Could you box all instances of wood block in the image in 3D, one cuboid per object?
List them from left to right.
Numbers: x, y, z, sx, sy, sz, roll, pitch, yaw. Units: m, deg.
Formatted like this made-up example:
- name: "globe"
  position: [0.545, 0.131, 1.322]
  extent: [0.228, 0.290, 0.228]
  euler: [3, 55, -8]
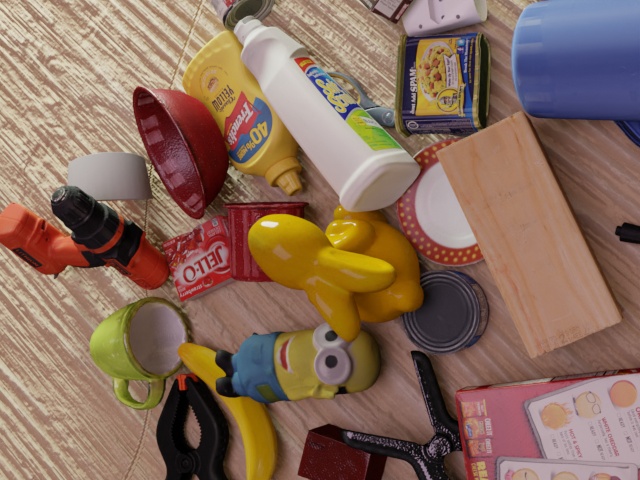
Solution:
- name: "wood block"
  position: [0.196, -0.005, 0.995]
  extent: [0.090, 0.090, 0.206]
  euler: [-25, 84, 15]

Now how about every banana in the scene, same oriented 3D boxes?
- name: "banana"
  position: [-0.094, 0.192, 1.186]
  extent: [0.069, 0.037, 0.198]
  euler: [-19, 70, -15]

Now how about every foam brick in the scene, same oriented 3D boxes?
- name: "foam brick"
  position: [0.025, 0.232, 1.125]
  extent: [0.078, 0.051, 0.053]
  euler: [17, 97, 27]

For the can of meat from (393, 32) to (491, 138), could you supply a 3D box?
- name: "can of meat"
  position: [0.123, -0.156, 1.064]
  extent: [0.084, 0.057, 0.102]
  euler: [0, 81, 21]

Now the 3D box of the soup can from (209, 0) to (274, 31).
- name: "soup can"
  position: [-0.104, -0.292, 1.187]
  extent: [0.069, 0.068, 0.102]
  euler: [-40, 73, 22]

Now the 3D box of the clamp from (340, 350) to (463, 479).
- name: "clamp"
  position: [0.119, 0.195, 1.070]
  extent: [0.171, 0.039, 0.120]
  euler: [33, 93, 5]

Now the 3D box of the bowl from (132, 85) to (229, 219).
- name: "bowl"
  position: [-0.148, -0.107, 1.189]
  extent: [0.162, 0.055, 0.162]
  euler: [49, 155, 32]

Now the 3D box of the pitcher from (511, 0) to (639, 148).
- name: "pitcher"
  position: [0.301, -0.155, 0.946]
  extent: [0.243, 0.144, 0.149]
  euler: [2, 79, 32]

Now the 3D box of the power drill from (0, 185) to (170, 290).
- name: "power drill"
  position: [-0.288, -0.005, 1.230]
  extent: [0.188, 0.184, 0.057]
  euler: [4, 60, 37]

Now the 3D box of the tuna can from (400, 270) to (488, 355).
- name: "tuna can"
  position: [0.126, 0.072, 1.082]
  extent: [0.086, 0.033, 0.086]
  euler: [0, 90, 28]

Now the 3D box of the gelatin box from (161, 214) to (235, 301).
- name: "gelatin box"
  position: [-0.131, 0.021, 1.221]
  extent: [0.089, 0.030, 0.073]
  euler: [-25, 79, 26]

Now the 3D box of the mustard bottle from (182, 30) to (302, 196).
- name: "mustard bottle"
  position: [-0.075, -0.130, 1.175]
  extent: [0.096, 0.058, 0.192]
  euler: [-42, 72, 32]

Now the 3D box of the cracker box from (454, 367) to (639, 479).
- name: "cracker box"
  position: [0.243, 0.205, 0.983]
  extent: [0.214, 0.072, 0.164]
  euler: [-9, 86, 18]

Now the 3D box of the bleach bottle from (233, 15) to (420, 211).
- name: "bleach bottle"
  position: [-0.010, -0.140, 1.097]
  extent: [0.251, 0.102, 0.068]
  euler: [50, 117, 20]

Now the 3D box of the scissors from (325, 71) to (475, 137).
- name: "scissors"
  position: [0.061, -0.114, 1.128]
  extent: [0.202, 0.016, 0.096]
  euler: [31, 105, 25]

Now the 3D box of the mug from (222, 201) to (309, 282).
- name: "mug"
  position: [-0.057, 0.001, 1.138]
  extent: [0.093, 0.117, 0.081]
  euler: [-1, 94, -1]

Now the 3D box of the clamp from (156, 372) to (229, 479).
- name: "clamp"
  position: [-0.153, 0.260, 1.227]
  extent: [0.165, 0.036, 0.210]
  euler: [-16, 80, 27]
